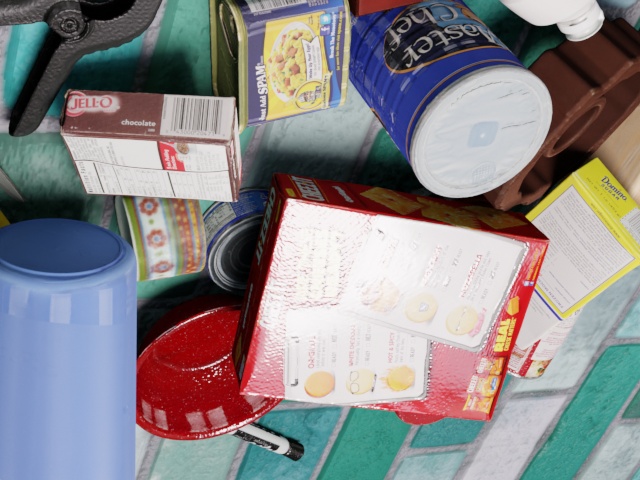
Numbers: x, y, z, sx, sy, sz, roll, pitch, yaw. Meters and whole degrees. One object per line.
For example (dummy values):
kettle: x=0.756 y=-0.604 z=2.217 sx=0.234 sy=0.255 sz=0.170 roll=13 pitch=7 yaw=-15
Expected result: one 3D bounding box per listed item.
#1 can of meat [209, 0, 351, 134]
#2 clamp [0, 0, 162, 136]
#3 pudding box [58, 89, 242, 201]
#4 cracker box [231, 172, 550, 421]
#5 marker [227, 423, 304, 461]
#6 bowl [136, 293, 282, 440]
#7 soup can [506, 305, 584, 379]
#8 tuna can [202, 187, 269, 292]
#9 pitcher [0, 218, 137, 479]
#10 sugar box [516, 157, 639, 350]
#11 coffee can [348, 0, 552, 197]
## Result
can of meat: x=-0.028 y=-0.131 z=0.738 sx=0.083 sy=0.057 sz=0.102 roll=-15 pitch=135 yaw=-18
clamp: x=-0.162 y=-0.135 z=0.679 sx=0.171 sy=0.039 sz=0.120 roll=-22 pitch=143 yaw=2
pudding box: x=-0.112 y=-0.063 z=0.723 sx=0.113 sy=0.039 sz=0.090 roll=5 pitch=157 yaw=1
cracker box: x=0.051 y=0.046 z=0.838 sx=0.213 sy=0.072 sz=0.164 roll=9 pitch=110 yaw=-16
marker: x=-0.057 y=0.194 z=1.050 sx=0.020 sy=0.020 sz=0.121 roll=-43 pitch=135 yaw=14
bowl: x=-0.095 y=0.098 z=0.915 sx=0.162 sy=0.055 sz=0.162 roll=-14 pitch=135 yaw=-15
soup can: x=0.211 y=0.077 z=1.046 sx=0.068 sy=0.068 sz=0.102 roll=1 pitch=128 yaw=-29
tuna can: x=-0.056 y=0.001 z=0.861 sx=0.086 sy=0.034 sz=0.086 roll=-15 pitch=135 yaw=-15
pitcher: x=-0.191 y=0.108 z=0.778 sx=0.144 sy=0.149 sz=0.243 roll=-6 pitch=118 yaw=-30
sugar box: x=0.206 y=0.016 z=0.928 sx=0.048 sy=0.093 sz=0.176 roll=-30 pitch=168 yaw=-36
coffee can: x=0.083 y=-0.112 z=0.751 sx=0.102 sy=0.140 sz=0.103 roll=-15 pitch=135 yaw=-15
